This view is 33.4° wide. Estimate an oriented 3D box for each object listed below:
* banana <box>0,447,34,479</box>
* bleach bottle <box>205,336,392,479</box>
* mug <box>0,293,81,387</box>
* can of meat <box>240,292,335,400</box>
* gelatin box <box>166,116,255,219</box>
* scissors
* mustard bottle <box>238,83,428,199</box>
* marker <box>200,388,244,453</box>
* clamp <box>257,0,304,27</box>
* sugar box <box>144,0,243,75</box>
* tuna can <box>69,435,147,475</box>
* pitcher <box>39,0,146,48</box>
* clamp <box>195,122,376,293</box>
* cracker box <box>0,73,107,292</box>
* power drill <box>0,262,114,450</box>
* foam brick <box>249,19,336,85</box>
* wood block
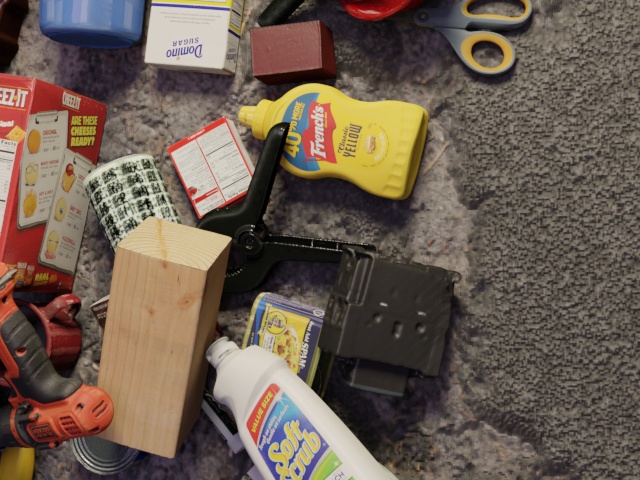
[{"bbox_3d":[-0.353,0.280,1.175,0.070,0.037,0.198,27,94,15],"label":"banana"},{"bbox_3d":[-0.027,0.195,1.010,0.102,0.068,0.251,-48,68,9],"label":"bleach bottle"},{"bbox_3d":[-0.303,0.100,1.147,0.117,0.081,0.093,-46,76,9],"label":"mug"},{"bbox_3d":[-0.032,0.110,1.082,0.084,0.057,0.102,16,92,18],"label":"can of meat"},{"bbox_3d":[-0.110,-0.075,1.128,0.073,0.030,0.089,-28,80,12],"label":"gelatin box"},{"bbox_3d":[0.113,-0.207,1.078,0.202,0.016,0.096,-5,86,16],"label":"scissors"},{"bbox_3d":[0.007,-0.108,1.081,0.192,0.058,0.096,15,98,17],"label":"mustard bottle"},{"bbox_3d":[-0.119,0.172,1.123,0.020,0.020,0.121,-43,77,10],"label":"marker"},{"bbox_3d":[-0.007,-0.293,1.079,0.172,0.039,0.120,-14,84,41],"label":"clamp"},{"bbox_3d":[-0.128,-0.268,1.136,0.093,0.048,0.176,8,93,16],"label":"sugar box"},{"bbox_3d":[-0.223,0.205,1.143,0.086,0.033,0.086,-1,87,16],"label":"tuna can"},{"bbox_3d":[-0.247,-0.333,1.127,0.149,0.144,0.243,4,91,17],"label":"pitcher"},{"bbox_3d":[-0.057,0.001,1.092,0.210,0.036,0.164,-39,95,25],"label":"clamp"},{"bbox_3d":[-0.305,-0.055,1.114,0.072,0.164,0.214,10,90,14],"label":"cracker box"},{"bbox_3d":[-0.302,0.119,1.025,0.185,0.057,0.187,-17,113,38],"label":"power drill"},{"bbox_3d":[-0.028,-0.193,1.099,0.078,0.053,0.051,-3,86,15],"label":"foam brick"},{"bbox_3d":[-0.157,0.095,1.045,0.090,0.090,0.206,15,112,7],"label":"wood block"}]
